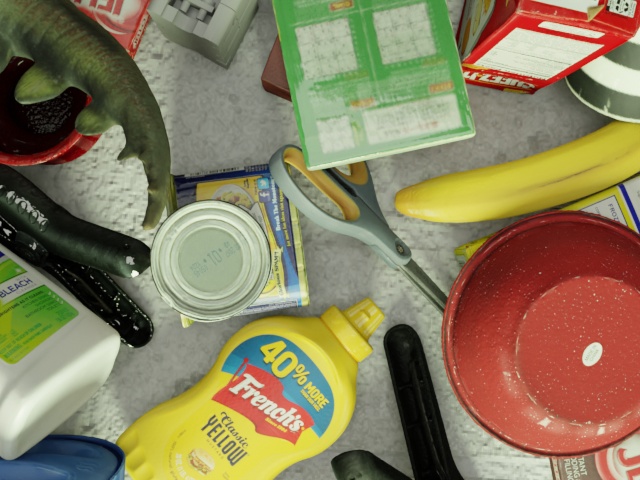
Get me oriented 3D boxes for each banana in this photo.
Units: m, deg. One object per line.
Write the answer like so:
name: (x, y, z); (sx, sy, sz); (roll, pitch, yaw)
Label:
banana: (0.148, -0.046, 0.700); (0.197, 0.070, 0.037); (-21, 112, -4)

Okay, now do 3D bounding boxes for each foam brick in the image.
foam brick: (0.005, -0.112, 0.708); (0.078, 0.051, 0.053); (24, 90, 0)

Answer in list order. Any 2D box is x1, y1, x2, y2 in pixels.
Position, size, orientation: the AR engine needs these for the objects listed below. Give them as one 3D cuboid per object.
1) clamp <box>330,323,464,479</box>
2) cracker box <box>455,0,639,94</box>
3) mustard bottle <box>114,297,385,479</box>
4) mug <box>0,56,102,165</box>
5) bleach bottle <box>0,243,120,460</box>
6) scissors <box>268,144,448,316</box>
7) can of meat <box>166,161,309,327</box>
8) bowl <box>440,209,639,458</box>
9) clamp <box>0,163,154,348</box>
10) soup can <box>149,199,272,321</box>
clamp: (0.071, 0.173, 0.668); (0.036, 0.164, 0.210); (-21, 99, 24)
cracker box: (0.140, -0.183, 0.628); (0.072, 0.214, 0.164); (13, 89, -2)
mustard bottle: (-0.034, 0.106, 0.701); (0.191, 0.058, 0.096); (-41, 84, -1)
mug: (-0.189, -0.102, 0.691); (0.093, 0.081, 0.117); (-30, 90, -1)
bleach bottle: (-0.251, 0.024, 0.671); (0.251, 0.102, 0.068); (35, 128, 12)
scissors: (0.046, -0.010, 0.717); (0.201, 0.096, 0.016); (36, 130, -26)
can of meat: (-0.055, 0.001, 0.704); (0.084, 0.057, 0.102); (-8, 89, -2)
bowl: (0.159, 0.063, 0.660); (0.162, 0.055, 0.162); (0, 95, -3)
clamp: (-0.173, 0.005, 0.696); (0.172, 0.120, 0.039); (31, 55, 19)
soup can: (-0.063, 0.012, 0.623); (0.068, 0.102, 0.068); (0, 89, -4)
